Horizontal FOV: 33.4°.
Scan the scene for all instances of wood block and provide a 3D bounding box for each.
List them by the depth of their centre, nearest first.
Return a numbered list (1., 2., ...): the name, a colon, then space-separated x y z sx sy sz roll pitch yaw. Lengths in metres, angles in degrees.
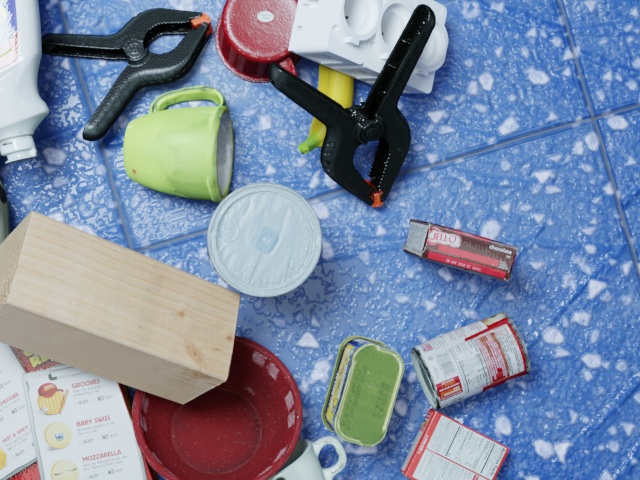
1. wood block: -0.185 0.064 0.947 0.205 0.091 0.090 24 56 -25

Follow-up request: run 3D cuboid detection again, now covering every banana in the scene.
1. banana: 0.010 -0.176 1.065 0.037 0.069 0.198 0 81 20

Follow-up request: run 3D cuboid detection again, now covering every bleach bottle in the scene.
1. bleach bottle: -0.291 -0.196 0.957 0.102 0.068 0.251 -14 92 -7

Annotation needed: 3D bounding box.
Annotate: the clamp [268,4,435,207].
1. clamp: 0.031 -0.112 1.011 0.164 0.036 0.210 -18 135 -17

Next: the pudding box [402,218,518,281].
1. pudding box: 0.134 0.008 1.048 0.090 0.113 0.039 16 90 -6

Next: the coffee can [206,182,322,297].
1. coffee can: -0.057 0.001 1.014 0.102 0.140 0.103 0 88 -6

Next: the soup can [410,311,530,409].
1. soup can: 0.149 0.121 1.069 0.102 0.068 0.068 -21 91 -6

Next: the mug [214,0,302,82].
1. mug: -0.052 -0.197 1.049 0.093 0.081 0.117 -26 91 -6

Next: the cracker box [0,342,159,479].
1. cracker box: -0.263 0.171 1.022 0.164 0.072 0.214 -19 90 -7

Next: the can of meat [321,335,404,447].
1. can of meat: 0.042 0.148 1.049 0.057 0.084 0.102 16 86 -5

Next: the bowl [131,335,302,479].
1. bowl: -0.099 0.174 1.030 0.162 0.055 0.162 3 60 -5

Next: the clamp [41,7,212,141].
1. clamp: -0.192 -0.187 1.056 0.171 0.039 0.120 -35 85 -13

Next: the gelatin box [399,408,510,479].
1. gelatin box: 0.136 0.223 1.084 0.089 0.030 0.073 27 84 -5
